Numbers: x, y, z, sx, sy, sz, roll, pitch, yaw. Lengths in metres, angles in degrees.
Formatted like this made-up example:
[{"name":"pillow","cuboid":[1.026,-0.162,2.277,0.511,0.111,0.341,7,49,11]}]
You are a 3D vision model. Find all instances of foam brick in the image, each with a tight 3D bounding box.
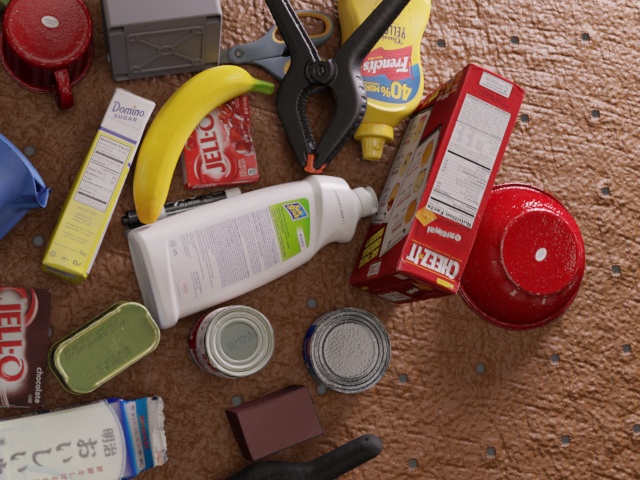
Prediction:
[{"name":"foam brick","cuboid":[-0.045,0.178,1.046,0.078,0.053,0.051,-19,90,-16]}]

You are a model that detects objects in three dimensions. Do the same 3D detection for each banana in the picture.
[{"name":"banana","cuboid":[-0.127,-0.106,1.025,0.069,0.037,0.197,39,71,1]}]

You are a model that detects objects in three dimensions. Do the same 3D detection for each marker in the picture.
[{"name":"marker","cuboid":[-0.137,-0.032,1.060,0.121,0.020,0.020,-13,88,-16]}]

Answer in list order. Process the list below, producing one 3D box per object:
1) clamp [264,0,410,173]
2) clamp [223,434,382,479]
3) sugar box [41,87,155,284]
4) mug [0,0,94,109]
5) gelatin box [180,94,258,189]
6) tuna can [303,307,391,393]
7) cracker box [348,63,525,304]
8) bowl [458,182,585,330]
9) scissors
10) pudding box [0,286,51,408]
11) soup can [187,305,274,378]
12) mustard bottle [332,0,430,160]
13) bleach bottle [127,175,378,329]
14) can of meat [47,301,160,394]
[{"name":"clamp","cuboid":[0.014,-0.172,1.061,0.165,0.036,0.210,1,92,20]},{"name":"clamp","cuboid":[-0.018,0.233,1.030,0.171,0.039,0.120,0,122,-15]},{"name":"sugar box","cuboid":[-0.211,-0.049,1.004,0.048,0.093,0.176,20,79,-13]},{"name":"mug","cuboid":[-0.256,-0.182,1.010,0.093,0.082,0.117,-13,88,-16]},{"name":"gelatin box","cuboid":[-0.105,-0.098,1.070,0.073,0.030,0.089,-6,85,-15]},{"name":"tuna can","cuboid":[0.026,0.111,1.082,0.086,0.034,0.086,2,84,-15]},{"name":"cracker box","cuboid":[0.114,-0.049,1.055,0.072,0.164,0.213,22,79,-10]},{"name":"bowl","cuboid":[0.221,0.015,1.134,0.162,0.055,0.162,1,85,-15]},{"name":"scissors","cuboid":[-0.070,-0.175,1.095,0.201,0.016,0.096,-25,91,-16]},{"name":"pudding box","cuboid":[-0.300,0.098,0.992,0.090,0.039,0.113,4,83,-15]},{"name":"soup can","cuboid":[-0.086,0.097,1.017,0.068,0.102,0.068,2,84,-15]},{"name":"mustard bottle","cuboid":[0.060,-0.178,1.109,0.096,0.058,0.191,8,83,-20]},{"name":"bleach bottle","cuboid":[-0.057,0.001,1.056,0.250,0.068,0.102,-17,104,-21]},{"name":"can of meat","cuboid":[-0.201,0.100,0.995,0.102,0.084,0.057,-34,94,-16]}]
